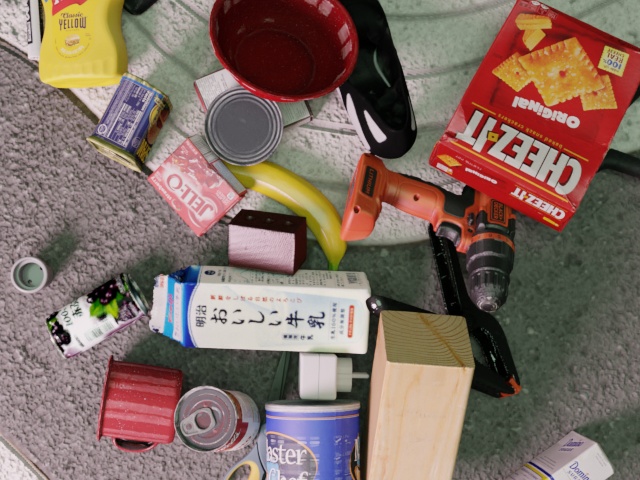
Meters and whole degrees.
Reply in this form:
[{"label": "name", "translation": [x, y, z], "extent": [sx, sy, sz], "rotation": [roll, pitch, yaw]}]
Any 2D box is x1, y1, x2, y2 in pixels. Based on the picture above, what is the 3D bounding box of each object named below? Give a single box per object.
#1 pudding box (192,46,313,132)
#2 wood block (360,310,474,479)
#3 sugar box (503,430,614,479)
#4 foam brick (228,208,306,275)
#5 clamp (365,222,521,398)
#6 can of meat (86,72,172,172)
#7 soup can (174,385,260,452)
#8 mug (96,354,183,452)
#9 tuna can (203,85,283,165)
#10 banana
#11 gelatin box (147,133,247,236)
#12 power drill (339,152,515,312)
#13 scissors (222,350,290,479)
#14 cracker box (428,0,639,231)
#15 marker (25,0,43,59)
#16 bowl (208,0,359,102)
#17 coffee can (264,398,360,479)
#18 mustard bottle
[{"label": "pudding box", "translation": [-0.075, -0.157, 1.199], "extent": [0.113, 0.039, 0.090], "rotation": [-22, 92, -1]}, {"label": "wood block", "translation": [0.098, 0.185, 1.118], "extent": [0.090, 0.091, 0.206], "rotation": [4, 121, -3]}, {"label": "sugar box", "translation": [0.230, 0.280, 1.168], "extent": [0.176, 0.093, 0.048], "rotation": [-32, 90, -3]}, {"label": "foam brick", "translation": [-0.058, 0.001, 1.171], "extent": [0.078, 0.053, 0.051], "rotation": [8, 112, 11]}, {"label": "clamp", "translation": [0.143, 0.096, 1.170], "extent": [0.164, 0.036, 0.210], "rotation": [-38, 97, -41]}, {"label": "can of meat", "translation": [-0.205, -0.128, 1.162], "extent": [0.057, 0.102, 0.084], "rotation": [26, 85, -1]}, {"label": "soup can", "translation": [-0.109, 0.192, 1.145], "extent": [0.068, 0.102, 0.068], "rotation": [-2, 79, 11]}, {"label": "mug", "translation": [-0.196, 0.185, 1.162], "extent": [0.081, 0.093, 0.117], "rotation": [9, 118, -7]}, {"label": "tuna can", "translation": [-0.083, -0.124, 1.162], "extent": [0.086, 0.034, 0.086], "rotation": [0, 92, -2]}, {"label": "banana", "translation": [-0.037, -0.041, 1.197], "extent": [0.198, 0.037, 0.069], "rotation": [42, 86, 0]}, {"label": "gelatin box", "translation": [-0.136, -0.061, 1.182], "extent": [0.073, 0.030, 0.089], "rotation": [-41, 89, 25]}, {"label": "power drill", "translation": [0.119, -0.014, 1.148], "extent": [0.187, 0.057, 0.184], "rotation": [16, 45, -5]}, {"label": "scissors", "translation": [-0.045, 0.229, 1.197], "extent": [0.096, 0.016, 0.202], "rotation": [29, 87, -3]}, {"label": "cracker box", "translation": [0.240, -0.143, 1.162], "extent": [0.164, 0.072, 0.213], "rotation": [28, 72, 7]}, {"label": "marker", "translation": [-0.323, -0.265, 1.202], "extent": [0.020, 0.020, 0.121], "rotation": [-4, 88, -3]}, {"label": "bowl", "translation": [-0.043, -0.205, 1.138], "extent": [0.162, 0.055, 0.162], "rotation": [6, 63, -12]}, {"label": "coffee can", "translation": [-0.008, 0.243, 1.143], "extent": [0.103, 0.103, 0.140], "rotation": [0, 86, -3]}, {"label": "mustard bottle", "translation": [-0.263, -0.269, 1.183], "extent": [0.096, 0.058, 0.191], "rotation": [-2, 87, 16]}]
